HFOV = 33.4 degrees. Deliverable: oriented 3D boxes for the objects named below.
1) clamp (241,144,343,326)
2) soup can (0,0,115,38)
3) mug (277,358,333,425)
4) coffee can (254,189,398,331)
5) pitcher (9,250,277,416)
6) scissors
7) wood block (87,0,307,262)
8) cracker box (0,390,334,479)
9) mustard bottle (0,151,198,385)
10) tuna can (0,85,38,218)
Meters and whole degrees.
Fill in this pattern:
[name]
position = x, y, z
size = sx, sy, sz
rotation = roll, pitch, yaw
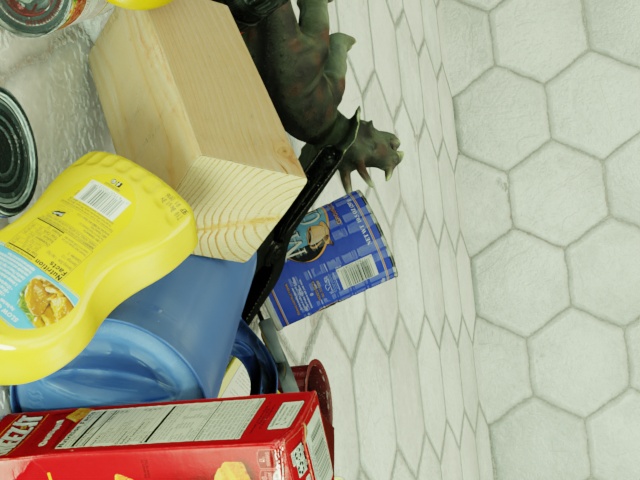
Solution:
[clamp]
position = -0.057, 0.001, 1.000
size = 0.210, 0.036, 0.164
rotation = -64, 160, 11
[soup can]
position = -0.185, -0.185, 0.753
size = 0.102, 0.068, 0.068
rotation = -58, 138, -67
[mug]
position = -0.035, 0.176, 1.103
size = 0.117, 0.082, 0.093
rotation = 55, 32, -59
[coffee can]
position = -0.003, 0.021, 1.124
size = 0.103, 0.140, 0.103
rotation = 157, -91, -87
[pitcher]
position = -0.111, 0.063, 0.782
size = 0.242, 0.145, 0.149
rotation = -72, 149, -63
[scissors]
position = -0.054, 0.087, 1.061
size = 0.202, 0.016, 0.096
rotation = -118, -170, -54
[wood block]
position = -0.098, -0.093, 0.796
size = 0.090, 0.090, 0.206
rotation = 11, 40, -37
[cracker box]
position = -0.093, 0.185, 0.645
size = 0.072, 0.214, 0.164
rotation = -49, 130, -67
[mustard bottle]
position = -0.168, 0.029, 0.632
size = 0.191, 0.096, 0.058
rotation = -45, 153, -30
[tuna can]
position = -0.211, -0.054, 0.664
size = 0.086, 0.034, 0.086
rotation = -7, 90, -74
